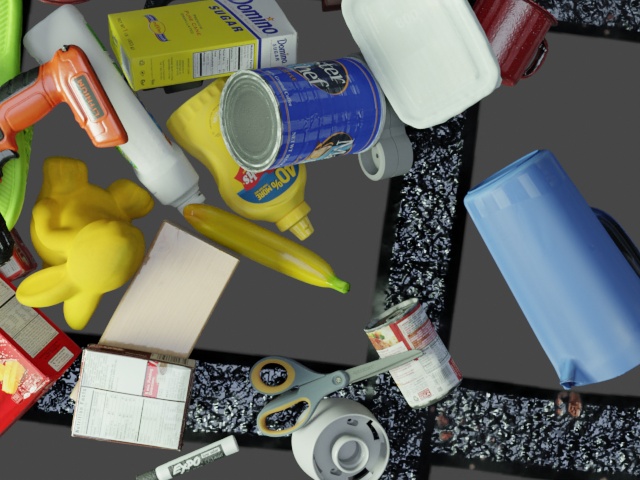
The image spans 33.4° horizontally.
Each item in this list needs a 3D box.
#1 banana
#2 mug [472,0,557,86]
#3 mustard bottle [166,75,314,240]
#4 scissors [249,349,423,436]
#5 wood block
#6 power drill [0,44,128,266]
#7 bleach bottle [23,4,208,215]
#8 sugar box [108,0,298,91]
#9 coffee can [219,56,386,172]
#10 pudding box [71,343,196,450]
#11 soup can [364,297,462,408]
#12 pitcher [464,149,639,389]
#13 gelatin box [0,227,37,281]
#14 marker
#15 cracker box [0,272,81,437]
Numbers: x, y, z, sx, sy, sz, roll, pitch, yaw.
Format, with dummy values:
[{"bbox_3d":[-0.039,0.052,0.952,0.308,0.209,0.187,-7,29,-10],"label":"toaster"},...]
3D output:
[{"bbox_3d":[-0.060,0.004,1.140,0.197,0.070,0.037,24,78,-16],"label":"banana"},{"bbox_3d":[0.201,-0.215,1.149,0.117,0.093,0.081,25,97,-41],"label":"mug"},{"bbox_3d":[-0.072,-0.080,1.144,0.096,0.058,0.191,-40,96,-19],"label":"mustard bottle"},{"bbox_3d":[0.005,0.138,1.153,0.202,0.016,0.096,-37,78,14],"label":"scissors"},{"bbox_3d":[-0.173,0.088,1.132,0.091,0.090,0.206,28,90,-5],"label":"wood block"},{"bbox_3d":[-0.281,-0.087,1.007,0.187,0.057,0.184,-26,100,-5],"label":"power drill"},{"bbox_3d":[-0.207,-0.127,1.124,0.068,0.103,0.251,-39,101,-4],"label":"bleach bottle"},{"bbox_3d":[-0.121,-0.207,1.098,0.176,0.093,0.048,-15,136,-17],"label":"sugar box"},{"bbox_3d":[-0.018,-0.131,1.093,0.140,0.103,0.103,-14,95,-38],"label":"coffee can"},{"bbox_3d":[-0.187,0.158,1.070,0.113,0.039,0.090,10,93,-4],"label":"pudding box"},{"bbox_3d":[0.102,0.123,1.162,0.068,0.068,0.102,-31,95,-2],"label":"soup can"},{"bbox_3d":[0.266,0.024,1.147,0.145,0.149,0.243,-31,91,13],"label":"pitcher"},{"bbox_3d":[-0.339,0.001,1.125,0.030,0.073,0.089,-33,94,-2],"label":"gelatin box"},{"bbox_3d":[-0.149,0.246,1.177,0.121,0.020,0.020,-22,94,-2],"label":"marker"},{"bbox_3d":[-0.377,0.100,1.095,0.213,0.072,0.164,44,121,-6],"label":"cracker box"}]
